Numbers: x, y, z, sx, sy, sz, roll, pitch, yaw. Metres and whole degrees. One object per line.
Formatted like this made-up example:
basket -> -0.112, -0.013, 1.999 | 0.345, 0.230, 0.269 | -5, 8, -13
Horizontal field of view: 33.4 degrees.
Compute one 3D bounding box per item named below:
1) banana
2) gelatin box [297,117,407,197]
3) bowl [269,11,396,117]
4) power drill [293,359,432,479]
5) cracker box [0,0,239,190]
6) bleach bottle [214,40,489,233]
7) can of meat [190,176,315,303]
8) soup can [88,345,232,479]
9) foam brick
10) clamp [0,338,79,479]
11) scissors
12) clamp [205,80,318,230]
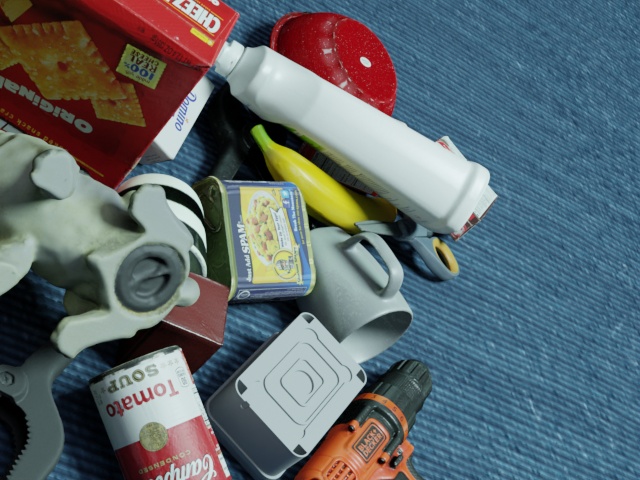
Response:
banana -> 0.016, -0.041, 0.953 | 0.197, 0.037, 0.069 | 30, 43, -45
gelatin box -> 0.032, -0.090, 1.007 | 0.089, 0.073, 0.030 | 19, 24, -27
bowl -> 0.025, -0.165, 1.050 | 0.161, 0.055, 0.162 | 28, 49, -37
power drill -> 0.084, 0.202, 0.848 | 0.187, 0.057, 0.184 | 46, 46, 2
cracker box -> -0.182, -0.124, 0.752 | 0.164, 0.214, 0.072 | 34, 45, -15
bleach bottle -> 0.018, -0.097, 0.920 | 0.250, 0.103, 0.068 | 31, 86, -12
can of meat -> -0.056, 0.001, 0.863 | 0.083, 0.058, 0.102 | -1, 79, -36
soup can -> -0.108, 0.130, 0.720 | 0.068, 0.069, 0.102 | -16, 82, -45
foam brick -> -0.107, 0.063, 0.776 | 0.051, 0.078, 0.053 | 24, 47, -22
clamp -> -0.204, 0.096, 0.703 | 0.164, 0.036, 0.210 | 11, 50, -33
scissors -> 0.086, 0.006, 0.982 | 0.096, 0.016, 0.201 | 61, 24, -1
clamp -> -0.070, -0.081, 0.945 | 0.120, 0.039, 0.171 | 5, 59, -43
